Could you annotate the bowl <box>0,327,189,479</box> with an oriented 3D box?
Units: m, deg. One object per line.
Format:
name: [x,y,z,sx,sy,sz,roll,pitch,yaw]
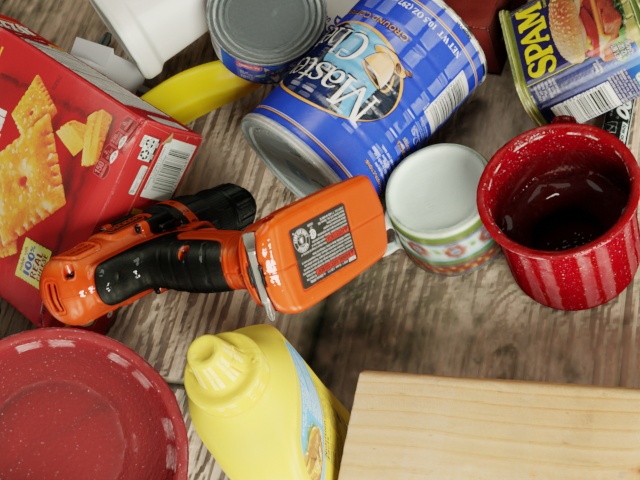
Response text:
bowl: [-0.165,0.133,0.663,0.162,0.055,0.162,0,88,-14]

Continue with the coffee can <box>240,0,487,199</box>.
coffee can: [0.030,-0.094,0.726,0.103,0.102,0.140,35,77,35]

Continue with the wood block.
wood block: [0.121,0.130,0.555,0.206,0.090,0.090,1,60,23]

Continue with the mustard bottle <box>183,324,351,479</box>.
mustard bottle: [-0.023,0.099,0.570,0.058,0.191,0.096,-17,55,11]

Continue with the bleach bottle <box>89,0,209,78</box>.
bleach bottle: [-0.058,-0.233,0.818,0.250,0.068,0.103,-34,63,-6]

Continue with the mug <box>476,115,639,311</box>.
mug: [0.148,-0.020,0.644,0.093,0.081,0.117,-6,58,19]

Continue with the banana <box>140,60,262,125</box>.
banana: [-0.124,-0.083,0.814,0.198,0.037,0.070,-41,62,8]

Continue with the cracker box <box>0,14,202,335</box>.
cracker box: [-0.211,-0.054,0.774,0.214,0.072,0.164,33,100,28]

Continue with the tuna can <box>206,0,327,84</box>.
tuna can: [-0.038,-0.156,0.767,0.086,0.034,0.086,0,71,0]

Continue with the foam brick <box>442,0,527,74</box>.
foam brick: [0.113,-0.167,0.770,0.051,0.053,0.078,10,65,27]

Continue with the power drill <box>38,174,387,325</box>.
power drill: [-0.054,0.001,0.663,0.188,0.057,0.184,-6,18,40]

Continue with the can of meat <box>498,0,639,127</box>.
can of meat: [0.172,-0.126,0.701,0.084,0.057,0.102,-25,45,24]
